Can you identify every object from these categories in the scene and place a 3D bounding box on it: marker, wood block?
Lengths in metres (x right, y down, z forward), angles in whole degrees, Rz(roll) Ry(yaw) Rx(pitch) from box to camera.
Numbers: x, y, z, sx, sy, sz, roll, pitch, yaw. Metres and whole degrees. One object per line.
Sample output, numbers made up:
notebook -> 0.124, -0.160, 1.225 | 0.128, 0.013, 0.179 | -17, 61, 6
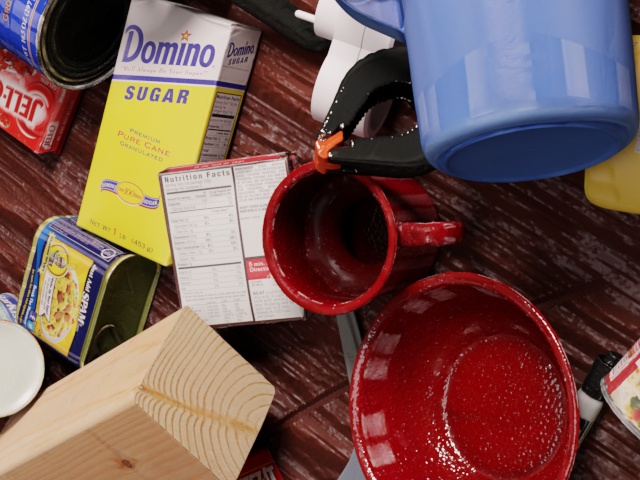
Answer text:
marker -> 0.147, 0.118, 0.639 | 0.020, 0.020, 0.121 | 34, 109, 25
wood block -> -0.142, 0.139, 0.739 | 0.206, 0.090, 0.090 | -30, 113, 37

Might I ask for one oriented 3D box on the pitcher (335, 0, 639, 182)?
pitcher -> 0.086, -0.157, 0.562 | 0.149, 0.144, 0.243 | -24, 66, 55

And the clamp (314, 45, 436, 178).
clamp -> 0.067, -0.096, 0.622 | 0.171, 0.039, 0.120 | -20, 68, -10

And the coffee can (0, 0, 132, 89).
coffee can -> -0.212, -0.188, 0.785 | 0.140, 0.102, 0.103 | 34, 109, 24

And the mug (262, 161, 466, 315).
mug -> 0.034, -0.004, 0.662 | 0.117, 0.081, 0.093 | -4, 91, 31

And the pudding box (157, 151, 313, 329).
pudding box -> -0.055, 0.001, 0.716 | 0.090, 0.039, 0.113 | -6, 98, 11

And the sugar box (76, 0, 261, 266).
sugar box -> -0.111, -0.079, 0.765 | 0.093, 0.048, 0.176 | 22, 105, 27

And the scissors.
scissors -> 0.020, 0.131, 0.718 | 0.096, 0.016, 0.202 | -32, 77, 28

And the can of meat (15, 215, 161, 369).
can of meat -> -0.178, 0.041, 0.807 | 0.084, 0.057, 0.102 | 27, 106, 28

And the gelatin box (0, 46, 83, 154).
gelatin box -> -0.231, -0.120, 0.842 | 0.089, 0.030, 0.073 | 35, 110, 25

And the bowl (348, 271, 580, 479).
bowl -> 0.094, 0.101, 0.637 | 0.162, 0.055, 0.162 | -5, 82, 43
